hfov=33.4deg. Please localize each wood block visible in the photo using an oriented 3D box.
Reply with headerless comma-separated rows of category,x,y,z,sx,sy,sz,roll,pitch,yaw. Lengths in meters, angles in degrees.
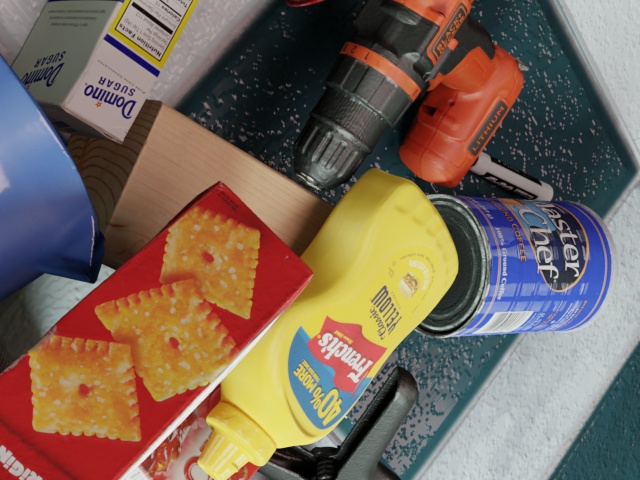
wood block,-0.055,0.001,0.647,0.205,0.090,0.091,29,82,-38

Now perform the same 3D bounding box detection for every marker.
marker,0.138,-0.053,0.828,0.120,0.020,0.020,21,87,-39

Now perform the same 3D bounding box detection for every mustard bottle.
mustard bottle,-0.001,0.056,0.602,0.191,0.058,0.096,-49,138,-19

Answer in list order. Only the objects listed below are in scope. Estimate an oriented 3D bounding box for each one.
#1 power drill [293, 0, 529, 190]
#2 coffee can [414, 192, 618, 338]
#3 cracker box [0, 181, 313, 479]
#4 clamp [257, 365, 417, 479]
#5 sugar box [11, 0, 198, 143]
power drill,0.065,-0.094,0.684,0.184,0.057,0.187,-56,158,0
coffee can,0.135,0.019,0.789,0.140,0.103,0.103,1,99,-38
cracker box,-0.117,0.086,0.479,0.072,0.164,0.213,45,50,0
clamp,-0.005,0.157,0.723,0.210,0.165,0.036,75,18,-44
sugar box,-0.101,-0.141,0.578,0.048,0.093,0.176,30,82,-38
